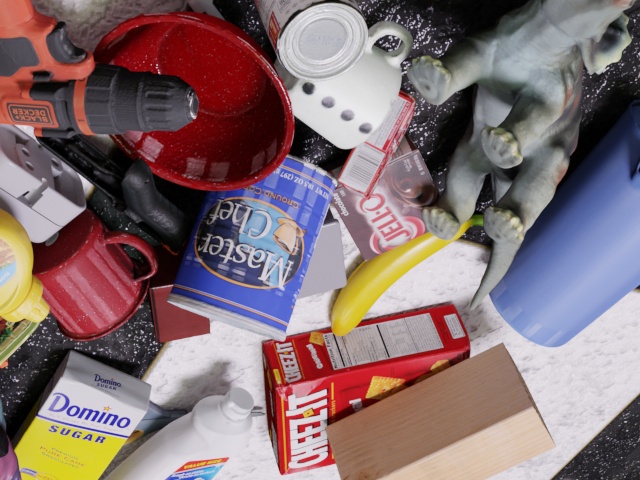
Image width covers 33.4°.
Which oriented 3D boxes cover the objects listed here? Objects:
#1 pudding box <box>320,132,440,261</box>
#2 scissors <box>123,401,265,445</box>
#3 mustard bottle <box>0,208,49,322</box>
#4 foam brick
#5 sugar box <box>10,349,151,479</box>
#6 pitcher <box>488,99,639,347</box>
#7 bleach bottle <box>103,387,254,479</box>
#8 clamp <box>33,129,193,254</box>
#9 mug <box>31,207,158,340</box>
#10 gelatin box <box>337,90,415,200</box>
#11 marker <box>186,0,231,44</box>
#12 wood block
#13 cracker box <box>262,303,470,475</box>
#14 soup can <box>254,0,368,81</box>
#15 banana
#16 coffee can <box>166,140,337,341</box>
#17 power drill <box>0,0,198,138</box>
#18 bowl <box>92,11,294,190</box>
[{"bbox_3d":[0.060,-0.040,0.980,0.090,0.039,0.113,-26,137,5],"label":"pudding box"},{"bbox_3d":[-0.159,0.179,1.131,0.201,0.016,0.096,-11,136,-10],"label":"scissors"},{"bbox_3d":[-0.275,0.007,0.801,0.096,0.058,0.191,-35,131,10],"label":"mustard bottle"},{"bbox_3d":[-0.133,0.047,0.985,0.051,0.053,0.078,-10,137,-11],"label":"foam brick"},{"bbox_3d":[-0.251,0.196,1.077,0.093,0.048,0.176,26,123,-17],"label":"sugar box"},{"bbox_3d":[0.280,-0.009,1.042,0.149,0.145,0.243,24,126,-23],"label":"pitcher"},{"bbox_3d":[-0.156,0.237,1.137,0.102,0.068,0.251,14,132,-36],"label":"bleach bottle"},{"bbox_3d":[-0.161,-0.042,0.874,0.039,0.120,0.171,-50,155,-12],"label":"clamp"},{"bbox_3d":[-0.195,0.022,0.905,0.117,0.093,0.081,-13,134,19],"label":"mug"},{"bbox_3d":[0.048,-0.080,0.890,0.030,0.073,0.089,28,91,4],"label":"gelatin box"},{"bbox_3d":[-0.080,-0.167,0.816,0.020,0.020,0.121,-30,136,9],"label":"marker"},{"bbox_3d":[0.123,0.203,1.100,0.206,0.091,0.090,-27,136,8],"label":"wood block"},{"bbox_3d":[0.050,0.165,1.156,0.213,0.072,0.164,-11,135,-10],"label":"cracker box"},{"bbox_3d":[-0.011,-0.171,0.778,0.068,0.102,0.068,-10,136,-11],"label":"soup can"},{"bbox_3d":[0.074,0.029,1.055,0.198,0.037,0.069,-38,133,17],"label":"banana"},{"bbox_3d":[-0.056,0.001,0.883,0.102,0.103,0.140,25,81,-37],"label":"coffee can"},{"bbox_3d":[-0.183,-0.151,0.726,0.184,0.057,0.188,4,133,11],"label":"power drill"},{"bbox_3d":[-0.091,-0.115,0.810,0.162,0.055,0.162,10,135,10],"label":"bowl"}]
